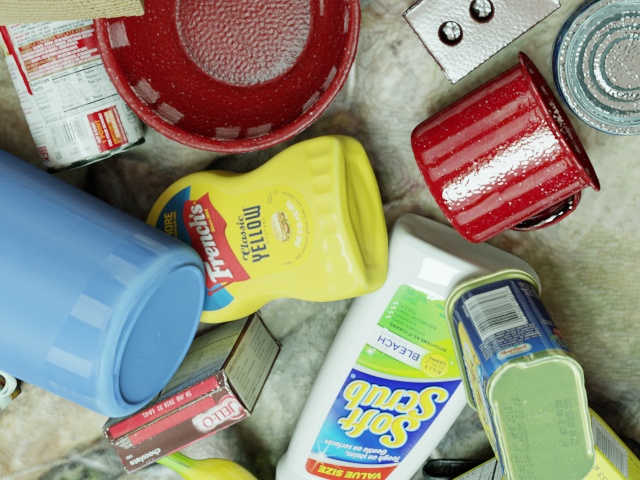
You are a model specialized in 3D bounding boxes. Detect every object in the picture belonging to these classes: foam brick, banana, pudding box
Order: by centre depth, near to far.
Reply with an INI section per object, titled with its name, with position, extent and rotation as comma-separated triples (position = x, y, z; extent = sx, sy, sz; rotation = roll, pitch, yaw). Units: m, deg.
[foam brick]
position = 0.095, -0.137, 0.629
extent = 0.078, 0.051, 0.053
rotation = -36, 97, 15
[pudding box]
position = -0.079, 0.094, 0.682
extent = 0.090, 0.113, 0.039
rotation = -26, 103, 14
[banana]
position = -0.056, 0.210, 0.722
extent = 0.070, 0.037, 0.198
rotation = 9, 127, 26

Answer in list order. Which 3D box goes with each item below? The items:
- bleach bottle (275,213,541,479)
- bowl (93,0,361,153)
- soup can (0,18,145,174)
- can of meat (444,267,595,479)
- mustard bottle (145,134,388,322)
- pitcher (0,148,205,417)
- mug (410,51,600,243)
[bleach bottle]
position = 0.043, 0.113, 0.697
extent = 0.102, 0.068, 0.251
rotation = 23, 109, -2
[bowl]
position = -0.052, -0.136, 0.647
extent = 0.162, 0.055, 0.162
rotation = 2, 103, 9
[soup can]
position = -0.157, -0.100, 0.668
extent = 0.068, 0.068, 0.102
rotation = -15, 102, 12
[can of meat]
position = 0.114, 0.081, 0.603
extent = 0.057, 0.084, 0.102
rotation = -17, 120, 1
[mustard bottle]
position = -0.055, 0.001, 0.668
extent = 0.192, 0.058, 0.096
rotation = -13, 88, 31
[pitcher]
position = -0.195, 0.016, 0.648
extent = 0.243, 0.149, 0.145
rotation = 23, 101, 18
[mug]
position = 0.113, -0.045, 0.639
extent = 0.082, 0.093, 0.117
rotation = -30, 135, 19
